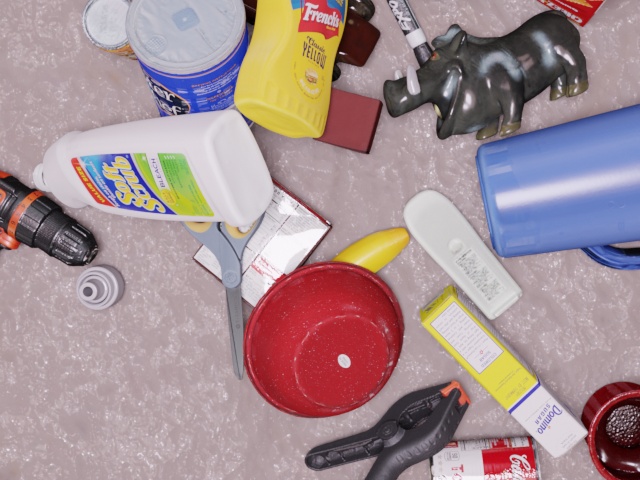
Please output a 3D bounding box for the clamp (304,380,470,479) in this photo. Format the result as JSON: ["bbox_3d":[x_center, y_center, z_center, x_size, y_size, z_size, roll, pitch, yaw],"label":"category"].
[{"bbox_3d":[0.063,0.192,1.022,0.171,0.120,0.039,-39,126,-14],"label":"clamp"}]

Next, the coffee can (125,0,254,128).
[{"bbox_3d":[-0.110,-0.162,0.964,0.103,0.140,0.103,-2,68,4],"label":"coffee can"}]

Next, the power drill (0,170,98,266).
[{"bbox_3d":[-0.331,0.026,1.047,0.184,0.057,0.187,32,92,9],"label":"power drill"}]

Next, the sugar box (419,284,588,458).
[{"bbox_3d":[0.168,0.120,0.997,0.048,0.093,0.176,-42,89,7],"label":"sugar box"}]

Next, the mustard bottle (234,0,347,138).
[{"bbox_3d":[-0.017,-0.193,0.938,0.058,0.096,0.191,3,77,39],"label":"mustard bottle"}]

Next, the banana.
[{"bbox_3d":[0.013,0.064,1.038,0.069,0.037,0.198,25,98,-22],"label":"banana"}]

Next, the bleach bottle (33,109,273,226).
[{"bbox_3d":[-0.169,-0.060,0.986,0.251,0.068,0.102,-2,122,36],"label":"bleach bottle"}]

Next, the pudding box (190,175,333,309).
[{"bbox_3d":[-0.057,0.001,1.036,0.090,0.039,0.113,39,94,3],"label":"pudding box"}]

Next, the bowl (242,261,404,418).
[{"bbox_3d":[0.012,0.103,0.998,0.162,0.055,0.162,-5,108,-16],"label":"bowl"}]

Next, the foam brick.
[{"bbox_3d":[0.026,-0.112,1.003,0.053,0.078,0.051,16,96,3],"label":"foam brick"}]

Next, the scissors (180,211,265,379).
[{"bbox_3d":[-0.101,0.024,1.012,0.096,0.016,0.202,11,92,8],"label":"scissors"}]

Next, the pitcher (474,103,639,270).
[{"bbox_3d":[0.271,-0.048,0.971,0.243,0.145,0.149,-11,79,9],"label":"pitcher"}]

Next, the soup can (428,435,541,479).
[{"bbox_3d":[0.156,0.223,1.017,0.102,0.068,0.068,-5,93,5],"label":"soup can"}]

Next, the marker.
[{"bbox_3d":[0.080,-0.216,1.022,0.020,0.020,0.121,-27,91,5],"label":"marker"}]
